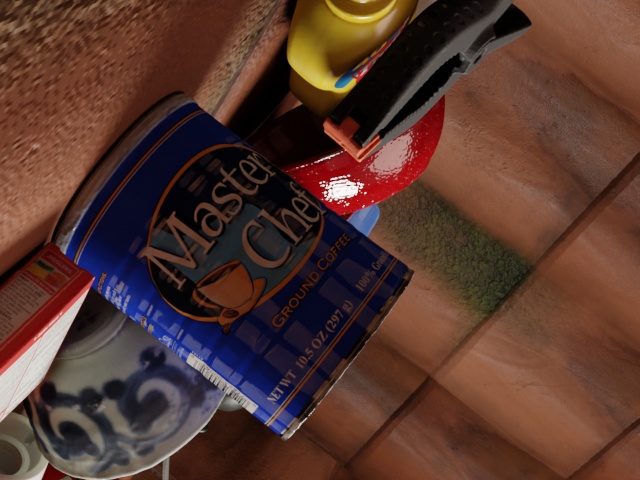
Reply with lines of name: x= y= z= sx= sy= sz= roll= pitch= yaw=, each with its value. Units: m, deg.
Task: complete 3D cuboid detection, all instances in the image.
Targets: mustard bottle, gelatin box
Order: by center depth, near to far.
gelatin box: x=-0.145 y=0.053 z=0.477 sx=0.089 sy=0.030 sz=0.073 roll=-53 pitch=179 yaw=40
mustard bottle: x=0.021 y=-0.129 z=0.614 sx=0.096 sy=0.058 sz=0.191 roll=-48 pitch=177 yaw=-2

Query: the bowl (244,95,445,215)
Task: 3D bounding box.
bowl: x=0.021 y=-0.062 z=0.725 sx=0.162 sy=0.055 sz=0.162 roll=-22 pitch=-160 yaw=8

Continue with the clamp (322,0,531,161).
clamp: x=0.081 y=-0.117 z=0.622 sx=0.210 sy=0.036 sz=0.164 roll=-45 pitch=169 yaw=-15

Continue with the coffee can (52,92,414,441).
coffee can: x=-0.041 y=0.012 z=0.512 sx=0.103 sy=0.140 sz=0.103 roll=-52 pitch=178 yaw=-3
